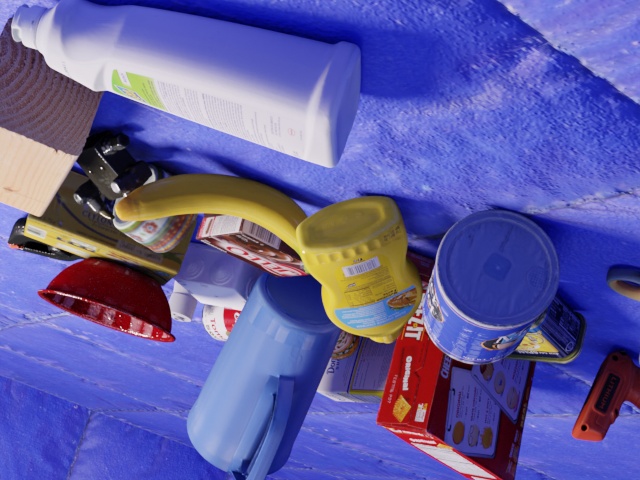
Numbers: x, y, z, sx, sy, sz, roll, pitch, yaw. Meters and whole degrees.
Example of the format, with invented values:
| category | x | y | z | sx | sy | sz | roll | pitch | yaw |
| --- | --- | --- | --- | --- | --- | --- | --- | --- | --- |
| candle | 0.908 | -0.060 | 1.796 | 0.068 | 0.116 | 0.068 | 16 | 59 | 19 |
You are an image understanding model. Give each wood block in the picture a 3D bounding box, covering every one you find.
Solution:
| category | x | y | z | sx | sy | sz | roll | pitch | yaw |
| --- | --- | --- | --- | --- | --- | --- | --- | --- | --- |
| wood block | -0.253 | -0.098 | 0.917 | 0.090 | 0.090 | 0.206 | 22 | 161 | -17 |

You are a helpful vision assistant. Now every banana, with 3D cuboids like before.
| category | x | y | z | sx | sy | sz | roll | pitch | yaw |
| --- | --- | --- | --- | --- | --- | --- | --- | --- | --- |
| banana | -0.087 | -0.028 | 0.988 | 0.197 | 0.069 | 0.037 | 16 | 158 | -14 |

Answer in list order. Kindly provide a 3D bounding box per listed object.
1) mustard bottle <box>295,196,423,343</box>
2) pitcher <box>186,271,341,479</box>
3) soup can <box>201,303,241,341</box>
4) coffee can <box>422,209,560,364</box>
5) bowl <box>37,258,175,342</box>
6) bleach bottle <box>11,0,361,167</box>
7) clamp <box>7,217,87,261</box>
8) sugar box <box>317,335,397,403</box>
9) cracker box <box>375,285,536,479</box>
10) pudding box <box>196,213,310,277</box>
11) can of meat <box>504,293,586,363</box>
| category | x | y | z | sx | sy | sz | roll | pitch | yaw |
| --- | --- | --- | --- | --- | --- | --- | --- | --- | --- |
| mustard bottle | 0.046 | 0.041 | 1.008 | 0.096 | 0.058 | 0.191 | -19 | 140 | 3 |
| pitcher | -0.057 | 0.156 | 1.226 | 0.149 | 0.144 | 0.243 | 40 | 127 | 21 |
| soup can | -0.096 | 0.095 | 1.357 | 0.068 | 0.068 | 0.102 | 30 | 158 | -34 |
| coffee can | 0.147 | 0.045 | 0.944 | 0.103 | 0.102 | 0.140 | 15 | 162 | 6 |
| bowl | -0.230 | 0.062 | 1.192 | 0.162 | 0.055 | 0.162 | 17 | 166 | 4 |
| bleach bottle | -0.099 | -0.125 | 0.751 | 0.251 | 0.068 | 0.102 | 17 | 161 | 8 |
| clamp | -0.322 | -0.003 | 1.325 | 0.210 | 0.036 | 0.164 | 7 | 159 | 30 |
| sugar box | 0.076 | 0.157 | 1.340 | 0.048 | 0.093 | 0.177 | 29 | 159 | -31 |
| cracker box | 0.154 | 0.158 | 1.163 | 0.072 | 0.164 | 0.213 | 0 | 155 | 37 |
| pudding box | -0.057 | 0.001 | 1.101 | 0.113 | 0.039 | 0.090 | 29 | 158 | -31 |
| can of meat | 0.200 | 0.079 | 1.066 | 0.102 | 0.057 | 0.083 | 0 | 152 | 40 |
